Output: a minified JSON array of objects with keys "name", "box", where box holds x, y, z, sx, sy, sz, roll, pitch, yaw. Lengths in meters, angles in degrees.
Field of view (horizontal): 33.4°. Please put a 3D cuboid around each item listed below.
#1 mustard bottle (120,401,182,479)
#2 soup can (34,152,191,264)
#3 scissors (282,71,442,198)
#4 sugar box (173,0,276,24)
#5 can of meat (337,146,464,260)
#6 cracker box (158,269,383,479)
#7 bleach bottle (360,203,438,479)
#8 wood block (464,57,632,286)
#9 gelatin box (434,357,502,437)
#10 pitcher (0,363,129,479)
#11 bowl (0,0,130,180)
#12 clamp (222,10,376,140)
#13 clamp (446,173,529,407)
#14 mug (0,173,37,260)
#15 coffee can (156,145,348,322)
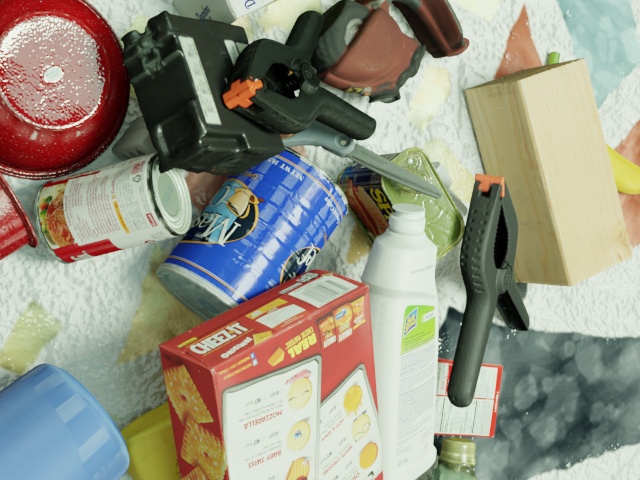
[{"name":"mustard bottle","box":[-0.096,0.229,0.903,0.096,0.058,0.191,-27,104,-32]},{"name":"soup can","box":[-0.160,-0.025,0.830,0.068,0.102,0.068,-13,90,-74]},{"name":"scissors","box":[0.017,-0.101,0.936,0.202,0.016,0.096,14,64,3]},{"name":"sugar box","box":[-0.032,-0.233,0.918,0.176,0.093,0.048,-36,106,-24]},{"name":"can of meat","box":[0.072,-0.033,0.984,0.057,0.084,0.102,-40,109,-24]},{"name":"cracker box","box":[-0.032,0.150,0.843,0.163,0.072,0.214,-26,122,-39]},{"name":"bleach bottle","box":[0.069,0.090,0.942,0.102,0.068,0.251,-20,120,-54]},{"name":"wood block","box":[0.229,-0.068,1.071,0.090,0.090,0.206,-22,101,-28]},{"name":"gelatin box","box":[0.134,0.154,1.052,0.089,0.030,0.073,9,87,-30]},{"name":"pitcher","box":[-0.260,0.210,0.780,0.242,0.149,0.145,-40,94,-27]},{"name":"bowl","box":[-0.217,-0.129,0.834,0.161,0.055,0.162,0,91,-30]},{"name":"clamp","box":[-0.023,-0.136,0.859,0.171,0.039,0.120,-7,67,-58]},{"name":"clamp","box":[0.155,0.042,0.995,0.164,0.036,0.210,-47,138,-45]},{"name":"mug","box":[-0.276,-0.023,0.789,0.081,0.093,0.117,-34,75,-21]},{"name":"coffee can","box":[-0.056,0.001,0.899,0.102,0.103,0.140,43,70,-23]}]
